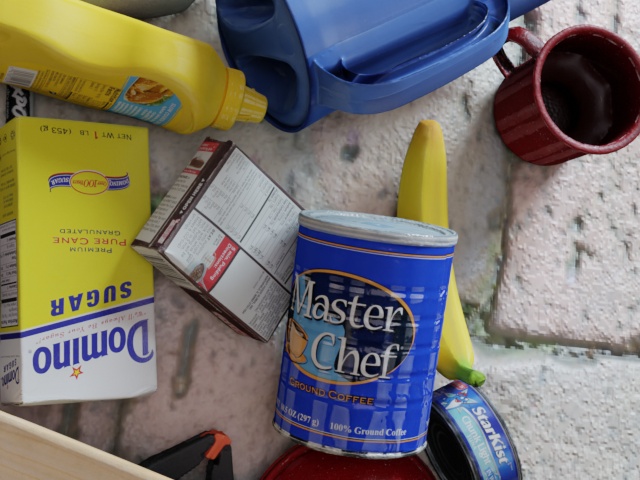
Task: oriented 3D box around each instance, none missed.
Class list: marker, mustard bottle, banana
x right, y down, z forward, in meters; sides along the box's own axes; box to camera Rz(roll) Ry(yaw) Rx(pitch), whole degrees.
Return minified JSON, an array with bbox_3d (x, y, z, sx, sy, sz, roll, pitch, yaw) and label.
[{"bbox_3d":[-0.198,-0.096,0.705,0.020,0.020,0.121,1,83,-16],"label":"marker"},{"bbox_3d":[-0.124,-0.109,0.674,0.191,0.096,0.058,15,74,-21],"label":"mustard bottle"},{"bbox_3d":[0.082,0.015,0.743,0.037,0.070,0.198,4,64,-30],"label":"banana"}]

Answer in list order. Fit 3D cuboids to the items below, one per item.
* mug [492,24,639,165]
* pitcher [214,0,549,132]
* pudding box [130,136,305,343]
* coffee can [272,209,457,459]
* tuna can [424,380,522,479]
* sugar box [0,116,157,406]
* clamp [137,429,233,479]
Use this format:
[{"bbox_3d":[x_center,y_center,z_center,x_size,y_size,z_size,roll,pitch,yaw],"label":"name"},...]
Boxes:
[{"bbox_3d":[0.170,-0.108,0.778,0.117,0.082,0.093,41,74,-8],"label":"mug"},{"bbox_3d":[0.059,-0.172,0.728,0.242,0.145,0.149,-26,92,-20],"label":"pitcher"},{"bbox_3d":[-0.055,0.001,0.703,0.113,0.039,0.090,44,71,-36],"label":"pudding box"},{"bbox_3d":[0.028,0.057,0.688,0.102,0.103,0.140,6,97,-15],"label":"coffee can"},{"bbox_3d":[0.099,0.139,0.724,0.033,0.086,0.086,-23,90,-16],"label":"tuna can"},{"bbox_3d":[-0.154,0.014,0.678,0.093,0.048,0.176,1,80,-35],"label":"sugar box"},{"bbox_3d":[-0.115,0.195,0.681,0.120,0.039,0.171,24,79,-19],"label":"clamp"}]
